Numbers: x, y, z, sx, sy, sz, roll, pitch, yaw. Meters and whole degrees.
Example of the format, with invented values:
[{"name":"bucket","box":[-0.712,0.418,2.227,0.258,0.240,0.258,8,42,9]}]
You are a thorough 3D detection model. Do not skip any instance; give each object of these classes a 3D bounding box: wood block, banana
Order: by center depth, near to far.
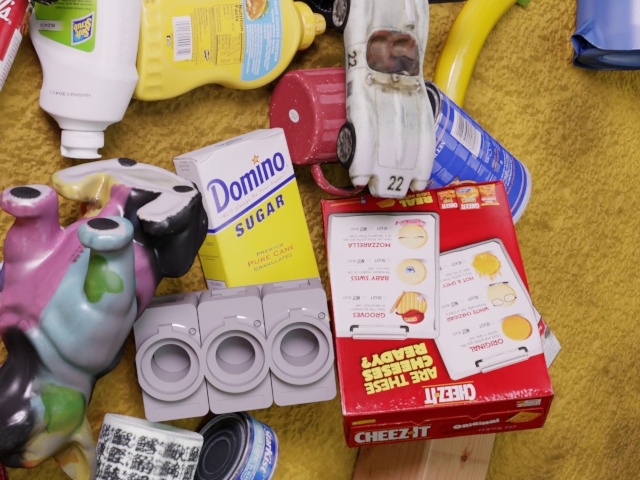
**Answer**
[{"name":"wood block","box":[0.113,0.146,1.019,0.090,0.090,0.206,20,81,-38]},{"name":"banana","box":[0.154,-0.196,1.058,0.069,0.037,0.197,46,67,-29]}]

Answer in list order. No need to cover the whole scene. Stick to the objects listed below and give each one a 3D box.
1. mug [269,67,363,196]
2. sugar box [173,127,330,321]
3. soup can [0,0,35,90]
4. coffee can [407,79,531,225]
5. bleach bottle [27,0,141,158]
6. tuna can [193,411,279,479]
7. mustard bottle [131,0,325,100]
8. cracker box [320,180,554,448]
[{"name":"mug","box":[0.011,-0.095,0.921,0.081,0.093,0.117,-9,92,-32]},{"name":"sugar box","box":[-0.056,0.001,0.905,0.093,0.048,0.176,-24,108,-34]},{"name":"soup can","box":[-0.246,-0.130,0.732,0.068,0.069,0.102,26,77,-36]},{"name":"coffee can","box":[0.115,-0.069,0.996,0.140,0.103,0.102,35,72,-34]},{"name":"bleach bottle","box":[-0.177,-0.187,0.775,0.068,0.103,0.251,-15,111,-61]},{"name":"tuna can","box":[-0.076,0.182,0.877,0.033,0.086,0.086,38,71,-32]},{"name":"mustard bottle","box":[-0.074,-0.170,0.868,0.191,0.058,0.096,-13,110,-37]},{"name":"cracker box","box":[0.090,0.058,0.894,0.072,0.164,0.213,83,1,-54]}]
